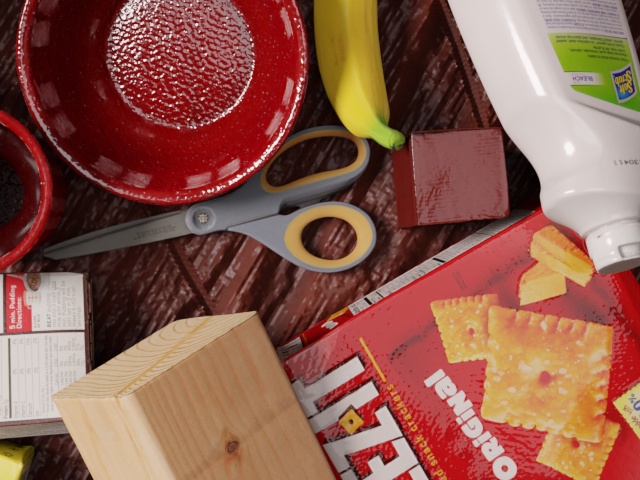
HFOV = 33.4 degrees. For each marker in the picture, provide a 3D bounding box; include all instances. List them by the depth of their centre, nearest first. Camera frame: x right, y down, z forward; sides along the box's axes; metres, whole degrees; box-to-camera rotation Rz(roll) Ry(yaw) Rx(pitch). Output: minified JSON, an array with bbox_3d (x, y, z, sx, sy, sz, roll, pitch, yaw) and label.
[{"bbox_3d":[-0.067,-0.149,0.631,0.121,0.020,0.020,30,89,-3],"label":"marker"}]

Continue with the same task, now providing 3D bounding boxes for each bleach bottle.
[{"bbox_3d":[0.121,-0.104,0.576,0.102,0.068,0.251,-4,72,-27],"label":"bleach bottle"}]

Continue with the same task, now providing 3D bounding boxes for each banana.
[{"bbox_3d":[0.024,-0.142,0.615,0.037,0.070,0.198,3,81,-42],"label":"banana"}]

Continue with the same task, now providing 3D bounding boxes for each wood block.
[{"bbox_3d":[-0.045,0.151,0.574,0.090,0.090,0.206,-31,102,-37],"label":"wood block"}]

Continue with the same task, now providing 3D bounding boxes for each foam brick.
[{"bbox_3d":[0.073,-0.034,0.612,0.053,0.078,0.051,-4,90,-3],"label":"foam brick"}]

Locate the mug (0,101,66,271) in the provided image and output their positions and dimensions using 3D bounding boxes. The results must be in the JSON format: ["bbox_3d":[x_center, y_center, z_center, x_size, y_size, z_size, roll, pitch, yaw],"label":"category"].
[{"bbox_3d":[-0.190,-0.039,0.596,0.093,0.081,0.117,-4,91,-3],"label":"mug"}]

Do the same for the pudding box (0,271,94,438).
[{"bbox_3d":[-0.184,0.065,0.599,0.113,0.039,0.090,-3,71,-10],"label":"pudding box"}]

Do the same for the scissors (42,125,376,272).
[{"bbox_3d":[-0.054,0.001,0.636,0.201,0.016,0.096,-28,92,-2],"label":"scissors"}]

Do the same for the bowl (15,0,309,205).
[{"bbox_3d":[-0.085,-0.104,0.603,0.162,0.055,0.162,1,103,4],"label":"bowl"}]

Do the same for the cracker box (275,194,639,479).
[{"bbox_3d":[0.094,0.089,0.618,0.213,0.072,0.164,-30,92,-1],"label":"cracker box"}]
